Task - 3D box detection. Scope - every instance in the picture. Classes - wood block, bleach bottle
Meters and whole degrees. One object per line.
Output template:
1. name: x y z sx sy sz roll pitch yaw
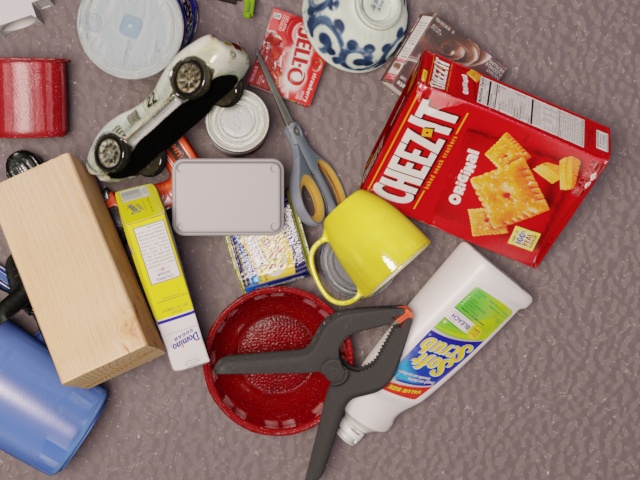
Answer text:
1. wood block: -0.238 0.031 1.051 0.091 0.090 0.206 -25 79 -1
2. bleach bottle: 0.112 0.125 1.165 0.102 0.068 0.251 35 98 -32

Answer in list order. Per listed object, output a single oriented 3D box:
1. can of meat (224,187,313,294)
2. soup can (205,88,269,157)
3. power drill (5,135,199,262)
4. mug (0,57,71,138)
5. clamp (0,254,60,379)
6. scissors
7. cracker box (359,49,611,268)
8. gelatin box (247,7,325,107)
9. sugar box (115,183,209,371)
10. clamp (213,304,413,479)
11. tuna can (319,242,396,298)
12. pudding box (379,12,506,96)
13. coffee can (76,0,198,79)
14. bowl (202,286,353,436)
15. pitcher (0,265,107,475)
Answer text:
1. can of meat: -0.058 0.002 1.157 0.084 0.057 0.102 -16 94 -1
2. soup can: -0.087 -0.123 1.126 0.068 0.102 0.068 0 92 -4
3. power drill: -0.220 -0.056 1.145 0.187 0.057 0.184 -34 98 1
4. mug: -0.318 -0.149 1.125 0.117 0.093 0.081 3 98 27
5. clamp: -0.298 0.057 1.093 0.039 0.120 0.171 -30 50 10
6. scissors: -0.032 -0.099 1.130 0.016 0.096 0.201 -19 115 34
7. cracker box: 0.170 -0.080 1.119 0.213 0.072 0.164 22 131 -5
8. gelatin box: -0.031 -0.199 1.162 0.073 0.030 0.089 20 91 -4
9. sugar box: -0.162 0.038 1.093 0.048 0.093 0.176 -16 116 -10
10. clamp: 0.016 0.145 1.116 0.210 0.036 0.164 -32 95 4
11. tuna can: 0.042 0.020 1.175 0.086 0.034 0.086 0 93 -3
12. pudding box: 0.133 -0.178 1.153 0.113 0.039 0.090 31 90 -24
13. coffee can: -0.182 -0.224 1.087 0.103 0.140 0.103 0 106 0
14. bowl: -0.046 0.128 1.163 0.162 0.055 0.162 0 92 -4
15. pitcher: -0.345 0.130 1.117 0.242 0.145 0.149 34 103 -8
